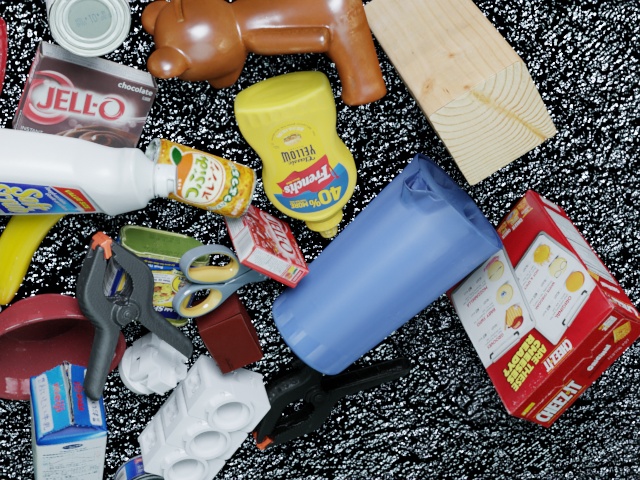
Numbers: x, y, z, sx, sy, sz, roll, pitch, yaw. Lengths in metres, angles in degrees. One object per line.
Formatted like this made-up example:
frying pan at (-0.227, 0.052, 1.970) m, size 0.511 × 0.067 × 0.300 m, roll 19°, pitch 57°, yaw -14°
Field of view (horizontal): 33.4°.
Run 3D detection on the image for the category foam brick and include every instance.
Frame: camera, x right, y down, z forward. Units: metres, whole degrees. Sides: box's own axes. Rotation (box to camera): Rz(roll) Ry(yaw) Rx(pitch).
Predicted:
foam brick at (-0.104, 0.101, 1.200) m, size 0.053 × 0.051 × 0.078 m, roll -22°, pitch 130°, yaw 0°

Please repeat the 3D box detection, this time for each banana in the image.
banana at (-0.269, -0.014, 1.052) m, size 0.198 × 0.037 × 0.069 m, roll -36°, pitch 86°, yaw 17°

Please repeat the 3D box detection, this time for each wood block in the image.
wood block at (0.120, -0.157, 0.969) m, size 0.090 × 0.206 × 0.090 m, roll -32°, pitch 129°, yaw 7°

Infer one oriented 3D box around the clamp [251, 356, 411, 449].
clamp at (-0.010, 0.172, 1.296) m, size 0.210 × 0.036 × 0.164 m, roll -38°, pitch 127°, yaw 8°

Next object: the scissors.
scissors at (-0.081, 0.049, 1.148) m, size 0.201 × 0.016 × 0.096 m, roll 15°, pitch 115°, yaw -49°

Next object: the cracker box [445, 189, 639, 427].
cracker box at (0.242, 0.073, 1.184) m, size 0.072 × 0.214 × 0.164 m, roll 23°, pitch 117°, yaw -32°

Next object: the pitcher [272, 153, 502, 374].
pitcher at (0.072, 0.036, 1.155) m, size 0.243 × 0.145 × 0.149 m, roll -43°, pitch 98°, yaw 16°

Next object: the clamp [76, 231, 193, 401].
clamp at (-0.205, 0.077, 1.066) m, size 0.120 × 0.039 × 0.171 m, roll -35°, pitch 120°, yaw -25°

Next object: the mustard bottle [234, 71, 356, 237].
mustard bottle at (-0.015, -0.077, 1.085) m, size 0.096 × 0.058 × 0.191 m, roll -15°, pitch 131°, yaw 6°

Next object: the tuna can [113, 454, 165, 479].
tuna can at (-0.214, 0.307, 1.337) m, size 0.086 × 0.034 × 0.086 m, roll -9°, pitch 129°, yaw -11°

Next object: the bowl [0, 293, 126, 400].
bowl at (-0.290, 0.104, 1.124) m, size 0.162 × 0.055 × 0.162 m, roll -14°, pitch 147°, yaw -10°

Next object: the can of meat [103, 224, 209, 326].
can of meat at (-0.176, 0.037, 1.123) m, size 0.102 × 0.057 × 0.084 m, roll 11°, pitch 120°, yaw -26°

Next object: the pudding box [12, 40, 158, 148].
pudding box at (-0.219, -0.126, 0.992) m, size 0.113 × 0.039 × 0.090 m, roll 12°, pitch 122°, yaw -25°

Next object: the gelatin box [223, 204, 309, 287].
gelatin box at (-0.057, 0.001, 1.112) m, size 0.073 × 0.089 × 0.030 m, roll 28°, pitch 113°, yaw -34°

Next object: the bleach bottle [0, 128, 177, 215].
bleach bottle at (-0.257, -0.062, 0.967) m, size 0.250 × 0.068 × 0.102 m, roll 2°, pitch 153°, yaw -3°

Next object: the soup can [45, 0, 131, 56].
soup can at (-0.197, -0.206, 0.895) m, size 0.068 × 0.102 × 0.068 m, roll -9°, pitch 129°, yaw -11°
